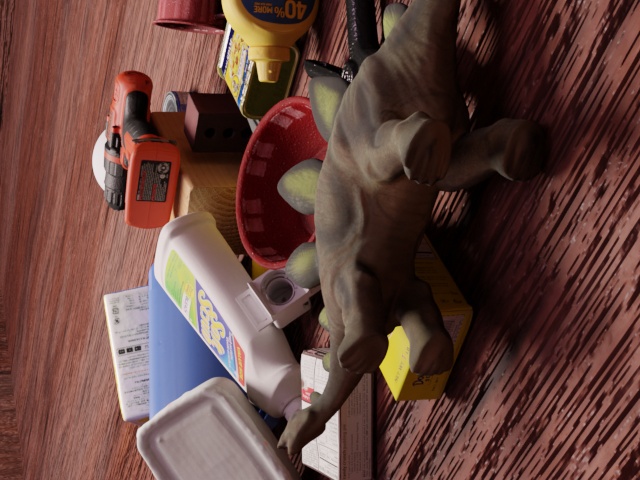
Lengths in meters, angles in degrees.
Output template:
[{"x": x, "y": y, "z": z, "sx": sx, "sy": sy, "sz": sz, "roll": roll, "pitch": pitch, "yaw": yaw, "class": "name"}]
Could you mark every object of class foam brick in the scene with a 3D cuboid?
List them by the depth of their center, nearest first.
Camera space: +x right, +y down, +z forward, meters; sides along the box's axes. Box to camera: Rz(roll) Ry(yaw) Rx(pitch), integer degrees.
[{"x": -0.111, "y": -0.134, "z": 1.218, "sx": 0.051, "sy": 0.078, "sz": 0.053, "roll": -120, "pitch": 35, "yaw": -49, "class": "foam brick"}]

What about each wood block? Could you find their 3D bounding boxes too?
[{"x": -0.145, "y": -0.072, "z": 1.281, "sx": 0.206, "sy": 0.090, "sz": 0.091, "roll": -124, "pitch": 39, "yaw": -52, "class": "wood block"}]

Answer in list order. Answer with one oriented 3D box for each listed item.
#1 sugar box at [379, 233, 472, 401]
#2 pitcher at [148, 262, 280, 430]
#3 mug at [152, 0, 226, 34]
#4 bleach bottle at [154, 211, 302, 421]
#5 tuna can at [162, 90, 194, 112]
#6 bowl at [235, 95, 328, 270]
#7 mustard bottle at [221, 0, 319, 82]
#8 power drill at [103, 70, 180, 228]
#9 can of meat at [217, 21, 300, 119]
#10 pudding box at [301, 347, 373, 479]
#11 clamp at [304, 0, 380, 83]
[{"x": 0.059, "y": 0.035, "z": 0.862, "sx": 0.176, "sy": 0.048, "sz": 0.093, "roll": -120, "pitch": 37, "yaw": -47, "class": "sugar box"}, {"x": -0.128, "y": 0.133, "z": 1.222, "sx": 0.145, "sy": 0.149, "sz": 0.243, "roll": 102, "pitch": 162, "yaw": -63, "class": "pitcher"}, {"x": -0.145, "y": -0.298, "z": 1.295, "sx": 0.117, "sy": 0.093, "sz": 0.081, "roll": 10, "pitch": 95, "yaw": 35, "class": "mug"}, {"x": -0.083, "y": 0.088, "z": 1.113, "sx": 0.251, "sy": 0.067, "sz": 0.103, "roll": 50, "pitch": 142, "yaw": 29, "class": "bleach bottle"}, {"x": -0.191, "y": -0.161, "z": 1.459, "sx": 0.086, "sy": 0.033, "sz": 0.086, "roll": 179, "pitch": 90, "yaw": -67, "class": "tuna can"}, {"x": -0.014, "y": -0.050, "z": 0.992, "sx": 0.162, "sy": 0.055, "sz": 0.162, "roll": -17, "pitch": 69, "yaw": 51, "class": "bowl"}, {"x": -0.048, "y": -0.251, "z": 1.042, "sx": 0.058, "sy": 0.096, "sz": 0.191, "roll": -165, "pitch": 76, "yaw": -64, "class": "mustard bottle"}, {"x": -0.220, "y": -0.089, "z": 1.268, "sx": 0.188, "sy": 0.057, "sz": 0.184, "roll": -126, "pitch": 40, "yaw": -54, "class": "power drill"}, {"x": -0.066, "y": -0.191, "z": 1.136, "sx": 0.084, "sy": 0.057, "sz": 0.102, "roll": -117, "pitch": 34, "yaw": -43, "class": "can of meat"}, {"x": 0.015, "y": 0.158, "z": 0.977, "sx": 0.090, "sy": 0.039, "sz": 0.113, "roll": -178, "pitch": 86, "yaw": -66, "class": "pudding box"}, {"x": 0.031, "y": -0.138, "z": 0.931, "sx": 0.120, "sy": 0.039, "sz": 0.171, "roll": 121, "pitch": 141, "yaw": -53, "class": "clamp"}]
